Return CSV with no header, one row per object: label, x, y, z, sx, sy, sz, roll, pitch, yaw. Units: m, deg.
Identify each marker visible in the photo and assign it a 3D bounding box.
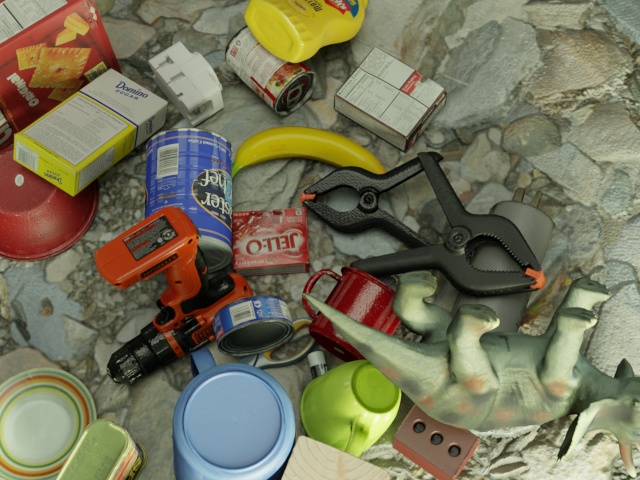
marker,0.008,0.180,1.169,0.020,0.020,0.121,-13,66,-4

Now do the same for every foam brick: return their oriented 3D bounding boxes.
foam brick,0.121,0.215,1.132,0.078,0.051,0.053,32,71,14

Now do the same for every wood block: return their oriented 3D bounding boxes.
wood block,0.008,0.268,1.028,0.090,0.206,0.090,20,68,10

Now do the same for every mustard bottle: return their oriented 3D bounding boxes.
mustard bottle,0.000,-0.284,1.325,0.096,0.058,0.191,43,44,15

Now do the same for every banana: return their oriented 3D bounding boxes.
banana,-0.016,-0.103,1.289,0.198,0.037,0.069,1,91,5

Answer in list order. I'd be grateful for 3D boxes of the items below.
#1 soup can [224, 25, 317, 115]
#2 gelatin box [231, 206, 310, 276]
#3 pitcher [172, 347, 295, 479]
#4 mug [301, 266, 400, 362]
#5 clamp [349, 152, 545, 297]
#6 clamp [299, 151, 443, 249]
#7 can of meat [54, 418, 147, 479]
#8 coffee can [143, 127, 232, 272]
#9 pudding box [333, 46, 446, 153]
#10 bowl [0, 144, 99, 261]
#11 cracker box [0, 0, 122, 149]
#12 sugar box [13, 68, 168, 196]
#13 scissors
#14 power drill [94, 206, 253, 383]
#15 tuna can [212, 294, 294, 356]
soup can,-0.062,-0.212,1.319,0.068,0.068,0.102,-39,70,-14
gelatin box,-0.058,0.001,1.244,0.089,0.030,0.073,-4,66,0
pitcher,-0.088,0.189,1.045,0.149,0.243,0.145,24,70,5
mug,0.031,0.080,1.169,0.117,0.093,0.081,38,75,-13
clamp,0.153,-0.006,1.167,0.210,0.036,0.164,18,76,27
clamp,0.065,-0.056,1.250,0.171,0.039,0.120,12,81,4
can of meat,-0.231,0.243,1.114,0.057,0.084,0.102,24,69,12
coffee can,-0.152,-0.044,1.228,0.103,0.103,0.140,-2,66,1
pudding box,0.086,-0.174,1.313,0.113,0.039,0.090,33,72,17
bowl,-0.348,-0.059,1.268,0.162,0.055,0.162,-1,66,2
cracker box,-0.356,-0.209,1.275,0.213,0.164,0.072,-36,68,-13
sugar box,-0.270,-0.131,1.268,0.093,0.048,0.176,32,44,13
scissors,-0.097,0.133,1.196,0.201,0.016,0.096,-29,67,-10
power drill,-0.171,0.061,1.138,0.184,0.187,0.057,-35,56,-11
tuna can,-0.073,0.092,1.156,0.086,0.086,0.034,-14,63,-4
